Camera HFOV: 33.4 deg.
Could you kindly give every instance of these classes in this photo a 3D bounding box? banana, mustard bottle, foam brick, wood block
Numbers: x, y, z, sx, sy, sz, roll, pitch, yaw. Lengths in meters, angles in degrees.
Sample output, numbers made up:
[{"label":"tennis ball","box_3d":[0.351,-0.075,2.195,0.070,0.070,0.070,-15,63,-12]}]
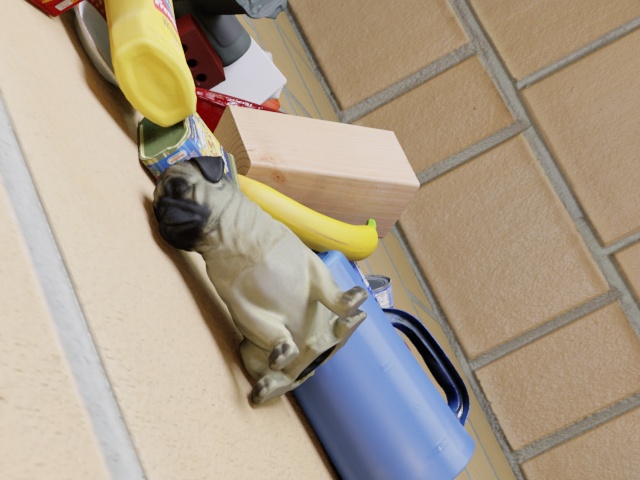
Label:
[{"label":"banana","box_3d":[-0.008,-0.016,1.068,0.197,0.037,0.070,19,19,-39]},{"label":"mustard bottle","box_3d":[-0.159,-0.193,0.963,0.096,0.058,0.192,56,10,-44]},{"label":"foam brick","box_3d":[-0.154,-0.218,1.258,0.078,0.053,0.051,56,10,-34]},{"label":"wood block","box_3d":[-0.012,-0.069,1.139,0.205,0.090,0.091,5,46,-31]}]

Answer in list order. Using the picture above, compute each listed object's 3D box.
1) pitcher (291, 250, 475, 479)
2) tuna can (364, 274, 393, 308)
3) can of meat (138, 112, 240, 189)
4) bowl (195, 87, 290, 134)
[{"label":"pitcher","box_3d":[0.042,0.130,1.041,0.243,0.145,0.149,58,11,-7]},{"label":"tuna can","box_3d":[0.041,0.067,1.234,0.086,0.086,0.034,-78,160,-78]},{"label":"can of meat","box_3d":[-0.121,-0.074,0.975,0.084,0.057,0.102,54,10,-33]},{"label":"bowl","box_3d":[-0.085,-0.126,1.208,0.162,0.055,0.162,17,9,-3]}]
